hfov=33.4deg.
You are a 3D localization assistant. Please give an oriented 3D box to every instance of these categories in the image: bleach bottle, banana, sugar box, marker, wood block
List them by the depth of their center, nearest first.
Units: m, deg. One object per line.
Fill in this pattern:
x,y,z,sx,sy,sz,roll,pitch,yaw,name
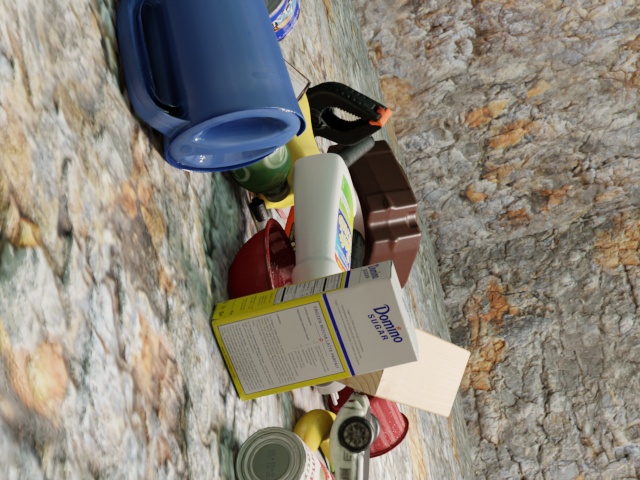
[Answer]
-0.004,0.085,0.995,0.048,0.176,0.093,-82,155,-65,sugar box
0.002,0.015,1.150,0.251,0.068,0.102,-89,167,-50,bleach bottle
0.002,0.228,1.231,0.197,0.037,0.069,52,25,-67,banana
-0.058,0.002,1.275,0.020,0.020,0.121,-86,159,-62,marker
0.090,0.145,1.283,0.205,0.090,0.091,27,82,-56,wood block

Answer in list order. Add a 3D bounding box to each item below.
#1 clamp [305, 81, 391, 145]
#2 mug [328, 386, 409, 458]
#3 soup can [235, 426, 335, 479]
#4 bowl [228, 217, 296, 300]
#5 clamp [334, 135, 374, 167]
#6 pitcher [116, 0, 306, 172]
-0.010,-0.172,1.366,0.036,0.210,0.164,-56,133,-33,clamp
0.054,0.235,1.407,0.117,0.093,0.081,-46,123,-35,mug
-0.030,0.218,0.977,0.102,0.068,0.068,60,18,-55,soup can
-0.054,0.061,1.104,0.162,0.055,0.162,-15,90,-80,bowl
0.003,-0.083,1.414,0.039,0.120,0.171,45,30,5,clamp
-0.112,-0.196,0.995,0.149,0.145,0.243,84,-9,-74,pitcher
